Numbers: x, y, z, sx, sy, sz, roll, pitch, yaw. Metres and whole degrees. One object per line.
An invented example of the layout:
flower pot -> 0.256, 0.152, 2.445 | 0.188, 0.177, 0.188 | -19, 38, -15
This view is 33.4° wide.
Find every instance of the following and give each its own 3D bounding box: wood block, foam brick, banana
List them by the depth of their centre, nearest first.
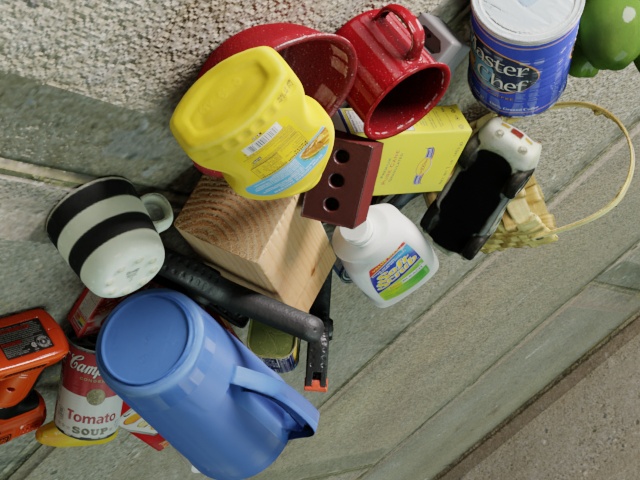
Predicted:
foam brick -> 0.020, -0.056, 0.960 | 0.051, 0.053, 0.078 | -29, 132, -72
wood block -> -0.056, 0.002, 1.041 | 0.090, 0.090, 0.206 | -61, 162, -14
banana -> -0.262, 0.212, 1.186 | 0.069, 0.037, 0.198 | -20, 171, -6

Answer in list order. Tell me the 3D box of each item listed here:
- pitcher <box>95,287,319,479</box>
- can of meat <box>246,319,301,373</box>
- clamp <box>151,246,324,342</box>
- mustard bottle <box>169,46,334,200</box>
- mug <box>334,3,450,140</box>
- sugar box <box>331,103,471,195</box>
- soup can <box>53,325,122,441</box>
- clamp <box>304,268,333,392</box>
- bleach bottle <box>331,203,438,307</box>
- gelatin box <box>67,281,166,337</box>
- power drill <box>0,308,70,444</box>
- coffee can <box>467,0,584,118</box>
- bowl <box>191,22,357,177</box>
pitcher -> -0.112, 0.143, 1.053 | 0.149, 0.145, 0.242 | -34, 148, -2
can of meat -> -0.050, 0.102, 1.275 | 0.057, 0.102, 0.084 | 5, 159, 6
clamp -> -0.105, 0.045, 1.011 | 0.209, 0.165, 0.036 | 31, 74, -34
mustard bottle -> -0.039, -0.077, 0.837 | 0.096, 0.058, 0.191 | -40, 158, 4
mug -> 0.057, -0.157, 0.937 | 0.093, 0.081, 0.117 | -24, 155, -28
sugar box -> 0.052, -0.086, 1.053 | 0.176, 0.048, 0.093 | -8, 143, -24
soup can -> -0.230, 0.142, 1.081 | 0.068, 0.069, 0.102 | -9, 119, -48
clamp -> -0.002, 0.106, 1.306 | 0.039, 0.171, 0.120 | 4, 160, 6
bleach bottle -> 0.060, 0.013, 1.161 | 0.102, 0.068, 0.250 | -35, 163, 8
gelatin box -> -0.197, 0.058, 1.063 | 0.089, 0.030, 0.073 | -8, 145, -48
power drill -> -0.330, 0.151, 1.021 | 0.184, 0.057, 0.188 | -19, 155, -44
coffee can -> 0.195, -0.196, 1.031 | 0.102, 0.103, 0.140 | -33, 158, -8
bowl -> -0.050, -0.126, 0.878 | 0.162, 0.055, 0.162 | -30, 157, -15
